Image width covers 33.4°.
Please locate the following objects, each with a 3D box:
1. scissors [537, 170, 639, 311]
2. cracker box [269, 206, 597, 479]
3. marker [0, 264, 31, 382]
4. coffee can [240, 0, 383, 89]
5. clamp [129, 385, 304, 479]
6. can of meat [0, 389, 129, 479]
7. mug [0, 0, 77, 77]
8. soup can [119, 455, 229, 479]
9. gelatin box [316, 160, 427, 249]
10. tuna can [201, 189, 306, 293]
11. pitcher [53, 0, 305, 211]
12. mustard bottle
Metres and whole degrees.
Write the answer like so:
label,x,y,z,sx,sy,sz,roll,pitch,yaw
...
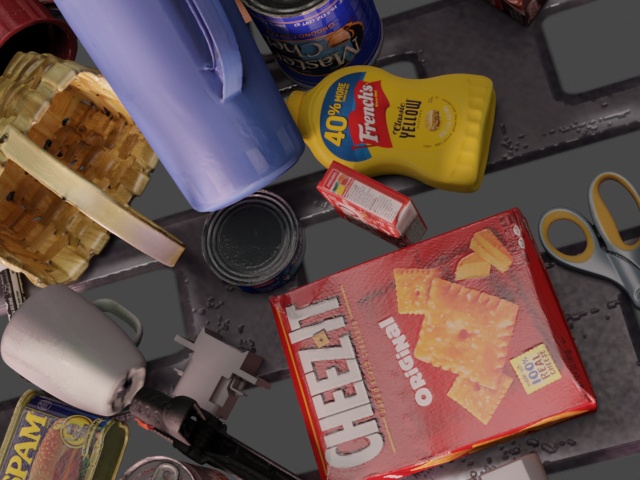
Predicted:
label,x,y,z,sx,sy,sz,roll,pitch,yaw
scissors,0.232,0.042,0.838,0.096,0.016,0.202,-13,71,12
cracker box,0.085,0.088,0.831,0.214,0.072,0.164,-20,70,8
marker,-0.269,0.069,0.953,0.020,0.020,0.121,-20,70,7
coffee can,-0.009,-0.202,0.903,0.103,0.140,0.103,-4,73,13
clamp,-0.096,0.145,0.811,0.210,0.164,0.036,13,65,51
can of meat,-0.216,0.185,0.886,0.084,0.057,0.102,15,78,15
mug,-0.279,-0.196,1.003,0.117,0.093,0.081,-29,61,-26
soup can,-0.109,0.205,0.828,0.068,0.102,0.068,-4,73,13
gelatin box,0.043,-0.025,0.865,0.073,0.089,0.030,29,84,20
tuna can,-0.056,0.001,0.912,0.086,0.033,0.086,-4,73,13
pitcher,-0.109,-0.149,0.843,0.145,0.149,0.243,-25,103,21
mustard bottle,0.047,-0.099,0.903,0.192,0.058,0.096,8,81,16
